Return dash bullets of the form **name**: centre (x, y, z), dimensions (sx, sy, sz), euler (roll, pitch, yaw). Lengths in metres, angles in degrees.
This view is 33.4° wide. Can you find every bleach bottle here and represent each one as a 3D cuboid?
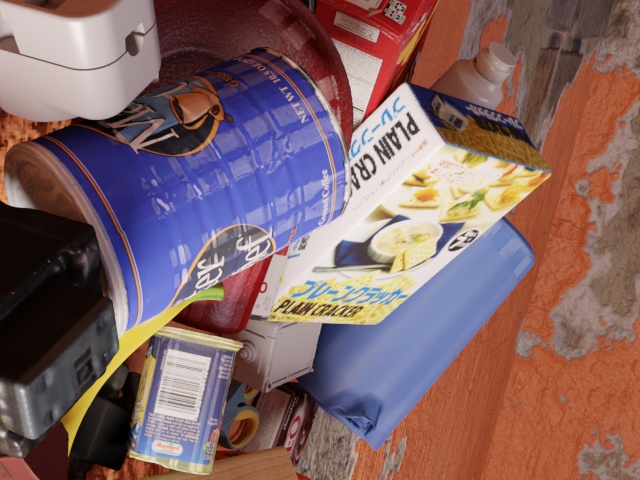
- **bleach bottle**: centre (0.084, -0.077, 0.937), dimensions (0.251, 0.068, 0.102), euler (-49, 177, 37)

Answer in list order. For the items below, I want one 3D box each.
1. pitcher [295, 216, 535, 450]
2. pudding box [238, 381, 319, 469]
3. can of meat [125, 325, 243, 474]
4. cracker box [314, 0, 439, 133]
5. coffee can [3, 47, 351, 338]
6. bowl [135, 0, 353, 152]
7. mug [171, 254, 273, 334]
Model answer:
- **pitcher**: centre (0.081, 0.065, 1.016), dimensions (0.243, 0.149, 0.145), euler (-47, 157, -1)
- **pudding box**: centre (-0.043, 0.193, 1.032), dimensions (0.090, 0.039, 0.113), euler (23, 85, -71)
- **can of meat**: centre (-0.090, 0.100, 0.688), dimensions (0.102, 0.057, 0.084), euler (157, -55, -77)
- **cracker box**: centre (0.043, -0.154, 0.832), dimensions (0.164, 0.072, 0.214), euler (-61, 174, -31)
- **coffee can**: centre (-0.070, -0.025, 0.534), dimensions (0.140, 0.103, 0.103), euler (-28, 138, -29)
- **bowl**: centre (-0.062, -0.077, 0.637), dimensions (0.055, 0.162, 0.162), euler (-10, -128, 60)
- **mug**: centre (-0.078, 0.011, 0.692), dimensions (0.117, 0.093, 0.081), euler (-4, 115, -75)
